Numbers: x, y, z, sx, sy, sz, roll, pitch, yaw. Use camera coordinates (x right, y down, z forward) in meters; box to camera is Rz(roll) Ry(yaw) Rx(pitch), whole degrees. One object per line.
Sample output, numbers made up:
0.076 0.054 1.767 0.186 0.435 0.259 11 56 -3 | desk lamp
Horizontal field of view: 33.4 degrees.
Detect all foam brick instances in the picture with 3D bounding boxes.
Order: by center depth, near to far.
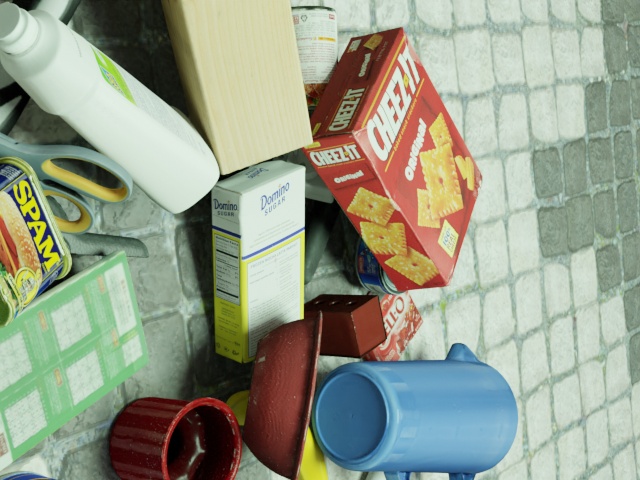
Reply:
0.021 0.088 1.108 0.052 0.078 0.051 -29 111 -48 | foam brick

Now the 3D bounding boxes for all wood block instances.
-0.076 -0.172 0.898 0.090 0.090 0.206 -20 130 -12 | wood block

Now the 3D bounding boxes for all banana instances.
-0.041 0.202 1.072 0.069 0.037 0.197 -52 128 -11 | banana

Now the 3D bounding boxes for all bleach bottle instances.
-0.170 -0.108 0.816 0.068 0.103 0.250 -40 151 4 | bleach bottle

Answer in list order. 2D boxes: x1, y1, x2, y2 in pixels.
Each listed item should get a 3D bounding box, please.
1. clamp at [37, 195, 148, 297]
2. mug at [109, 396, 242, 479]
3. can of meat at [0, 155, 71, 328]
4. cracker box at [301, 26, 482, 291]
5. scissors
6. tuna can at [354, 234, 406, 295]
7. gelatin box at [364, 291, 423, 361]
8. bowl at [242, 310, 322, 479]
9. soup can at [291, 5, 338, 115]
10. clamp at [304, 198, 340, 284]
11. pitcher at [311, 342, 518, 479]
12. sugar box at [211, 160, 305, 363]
-0.221 0.022 0.859 0.171 0.039 0.120 34 60 -38 | clamp
-0.128 0.192 0.931 0.093 0.082 0.117 -7 95 -49 | mug
-0.234 0.003 0.761 0.083 0.057 0.102 -59 135 -59 | can of meat
0.081 -0.079 1.074 0.213 0.072 0.164 56 42 -34 | cracker box
-0.242 -0.057 0.796 0.201 0.096 0.016 17 44 -12 | scissors
0.076 0.016 1.162 0.085 0.034 0.086 -14 108 -48 | tuna can
0.074 0.094 1.204 0.089 0.030 0.073 -52 126 -36 | gelatin box
-0.037 0.140 0.969 0.162 0.055 0.162 -172 -88 -88 | bowl
-0.015 -0.179 1.073 0.068 0.069 0.102 -5 93 -49 | soup can
0.017 -0.058 1.134 0.164 0.036 0.210 -24 112 -47 | clamp
0.101 0.199 1.142 0.242 0.149 0.145 12 124 -52 | pitcher
-0.058 0.019 1.009 0.093 0.048 0.176 -27 124 -47 | sugar box
